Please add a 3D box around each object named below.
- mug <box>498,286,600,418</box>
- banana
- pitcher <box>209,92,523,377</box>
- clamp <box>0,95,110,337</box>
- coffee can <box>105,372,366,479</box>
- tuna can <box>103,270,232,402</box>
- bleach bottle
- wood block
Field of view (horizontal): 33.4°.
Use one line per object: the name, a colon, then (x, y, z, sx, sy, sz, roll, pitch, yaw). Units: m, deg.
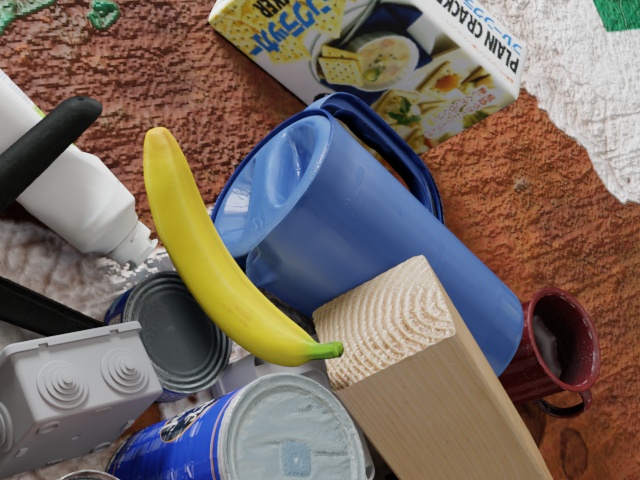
mug: (0.190, 0.106, 0.931, 0.117, 0.082, 0.093, 53, 46, -8)
banana: (-0.064, 0.016, 0.711, 0.198, 0.070, 0.037, 49, 27, 9)
pitcher: (0.046, 0.012, 0.820, 0.242, 0.149, 0.145, 38, 14, -26)
clamp: (-0.212, -0.001, 0.615, 0.209, 0.036, 0.164, -4, 107, -26)
coffee can: (-0.056, 0.148, 0.655, 0.102, 0.141, 0.103, 19, 59, -34)
tuna can: (-0.104, 0.066, 0.727, 0.086, 0.034, 0.086, 19, 59, -34)
bleach bottle: (-0.202, -0.070, 0.666, 0.068, 0.103, 0.250, -46, 108, 0)
wood block: (0.086, 0.123, 0.763, 0.206, 0.091, 0.090, 56, 10, -34)
